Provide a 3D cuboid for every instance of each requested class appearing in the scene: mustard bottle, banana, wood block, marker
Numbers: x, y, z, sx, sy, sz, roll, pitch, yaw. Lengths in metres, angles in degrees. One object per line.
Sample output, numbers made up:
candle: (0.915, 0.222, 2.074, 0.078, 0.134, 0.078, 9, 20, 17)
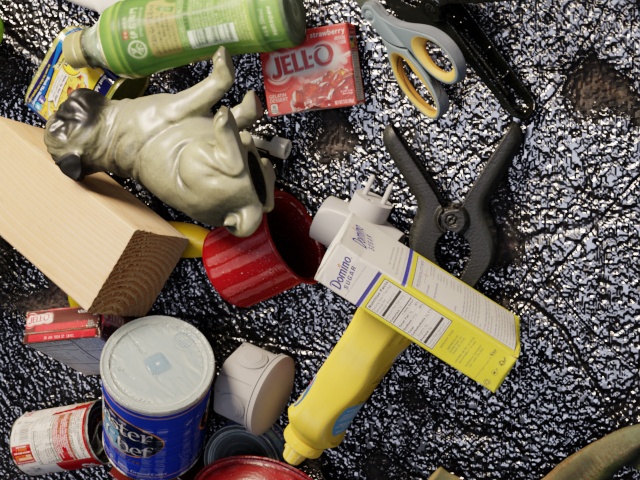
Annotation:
mustard bottle: (0.021, 0.131, 0.974, 0.058, 0.096, 0.192, 37, 110, 10)
banana: (-0.186, 0.020, 1.065, 0.198, 0.037, 0.069, -28, 99, 23)
wood block: (-0.238, -0.023, 1.016, 0.206, 0.090, 0.091, 36, 101, 26)
marker: (-0.085, -0.103, 1.012, 0.121, 0.020, 0.020, 19, 106, 16)

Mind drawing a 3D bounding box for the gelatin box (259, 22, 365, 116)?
gelatin box: (-0.009, -0.154, 0.967, 0.089, 0.030, 0.073, -5, 98, 21)

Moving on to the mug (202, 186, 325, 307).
mug: (-0.056, 0.001, 0.991, 0.082, 0.093, 0.117, -26, 59, 27)

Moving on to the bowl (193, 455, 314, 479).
bowl: (-0.059, 0.284, 1.025, 0.162, 0.055, 0.162, 9, 125, 13)

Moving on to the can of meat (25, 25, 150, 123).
can of meat: (-0.229, -0.145, 1.038, 0.084, 0.057, 0.102, 40, 111, 11)

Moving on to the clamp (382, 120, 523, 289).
clamp: (0.108, -0.028, 0.942, 0.120, 0.039, 0.171, 11, 104, 18)

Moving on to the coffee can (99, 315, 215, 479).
coffee can: (-0.156, 0.152, 1.009, 0.103, 0.102, 0.140, 30, 143, 13)

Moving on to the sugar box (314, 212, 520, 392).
sugar box: (0.084, 0.050, 0.899, 0.176, 0.093, 0.048, 30, 110, 0)

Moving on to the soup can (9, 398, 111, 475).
soup can: (-0.263, 0.205, 1.111, 0.102, 0.068, 0.068, -13, 95, 23)

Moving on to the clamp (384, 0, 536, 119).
clamp: (0.105, -0.204, 0.872, 0.210, 0.164, 0.036, 41, 69, 17)

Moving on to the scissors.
scissors: (0.059, -0.195, 0.909, 0.202, 0.016, 0.096, 57, 153, -7)

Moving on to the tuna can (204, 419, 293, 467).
tuna can: (-0.072, 0.217, 1.059, 0.086, 0.033, 0.086, 4, 101, 20)

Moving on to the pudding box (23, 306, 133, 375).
pudding box: (-0.223, 0.099, 1.052, 0.090, 0.113, 0.039, -6, 63, 22)
